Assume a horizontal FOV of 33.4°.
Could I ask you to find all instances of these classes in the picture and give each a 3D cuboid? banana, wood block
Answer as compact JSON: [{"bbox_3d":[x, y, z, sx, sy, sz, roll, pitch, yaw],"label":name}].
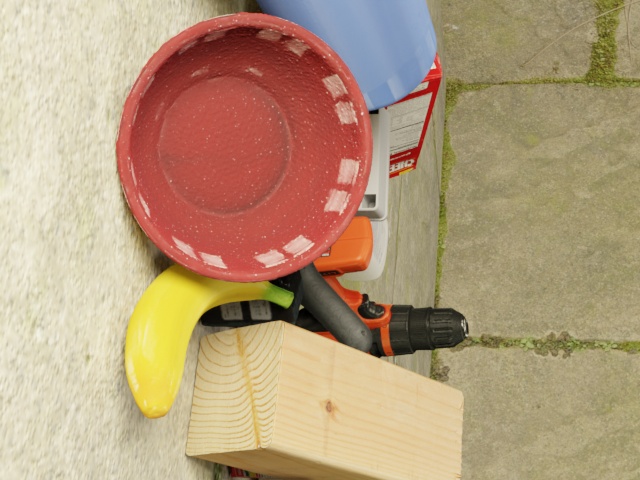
[{"bbox_3d":[-0.077,0.045,0.667,0.037,0.070,0.197,-63,169,27],"label":"banana"},{"bbox_3d":[0.010,0.136,0.805,0.205,0.090,0.091,26,60,-40],"label":"wood block"}]

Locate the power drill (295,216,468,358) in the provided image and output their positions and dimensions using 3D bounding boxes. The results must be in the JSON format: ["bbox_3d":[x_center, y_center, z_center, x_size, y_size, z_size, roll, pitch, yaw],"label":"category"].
[{"bbox_3d":[0.037,0.054,1.023,0.187,0.185,0.057,63,28,-48],"label":"power drill"}]

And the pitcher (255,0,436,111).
[{"bbox_3d":[0.008,-0.215,0.774,0.242,0.149,0.145,57,12,-50],"label":"pitcher"}]

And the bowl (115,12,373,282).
[{"bbox_3d":[-0.051,-0.057,0.662,0.055,0.161,0.162,-163,-109,-68],"label":"bowl"}]

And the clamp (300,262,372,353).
[{"bbox_3d":[-0.023,0.024,0.834,0.039,0.120,0.171,-33,109,-43],"label":"clamp"}]

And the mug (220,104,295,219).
[{"bbox_3d":[-0.053,-0.060,0.742,0.093,0.081,0.117,78,16,-49],"label":"mug"}]
